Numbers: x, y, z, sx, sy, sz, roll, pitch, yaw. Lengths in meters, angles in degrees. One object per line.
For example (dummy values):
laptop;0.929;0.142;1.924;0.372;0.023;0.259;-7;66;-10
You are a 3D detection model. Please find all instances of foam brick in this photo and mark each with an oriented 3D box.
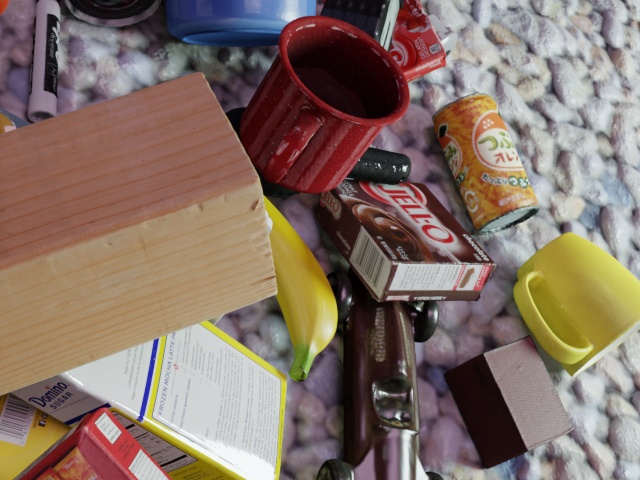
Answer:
foam brick;0.138;0.118;0.780;0.051;0.053;0.078;-14;74;-34

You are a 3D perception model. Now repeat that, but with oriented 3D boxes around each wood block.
wood block;-0.135;0.005;0.525;0.206;0.091;0.090;-20;50;-12

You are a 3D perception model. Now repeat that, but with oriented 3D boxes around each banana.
banana;-0.043;0.002;0.731;0.198;0.037;0.069;55;28;15

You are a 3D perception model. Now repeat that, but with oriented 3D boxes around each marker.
marker;-0.190;-0.137;0.737;0.020;0.020;0.121;9;62;-26

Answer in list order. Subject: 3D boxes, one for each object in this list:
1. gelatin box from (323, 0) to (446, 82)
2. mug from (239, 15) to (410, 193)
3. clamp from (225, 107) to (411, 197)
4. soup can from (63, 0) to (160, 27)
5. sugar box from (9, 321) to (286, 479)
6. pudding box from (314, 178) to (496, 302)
gelatin box;0.052;-0.168;0.863;0.073;0.030;0.089;-23;75;5
mug;-0.006;-0.077;0.686;0.093;0.082;0.117;33;43;-5
clamp;-0.025;-0.076;0.767;0.171;0.039;0.120;-9;44;-44
soup can;-0.151;-0.215;0.768;0.068;0.069;0.102;6;63;-28
sugar box;-0.094;0.083;0.624;0.176;0.048;0.093;38;38;-32
pudding box;0.059;-0.002;0.773;0.089;0.039;0.114;0;36;-29
